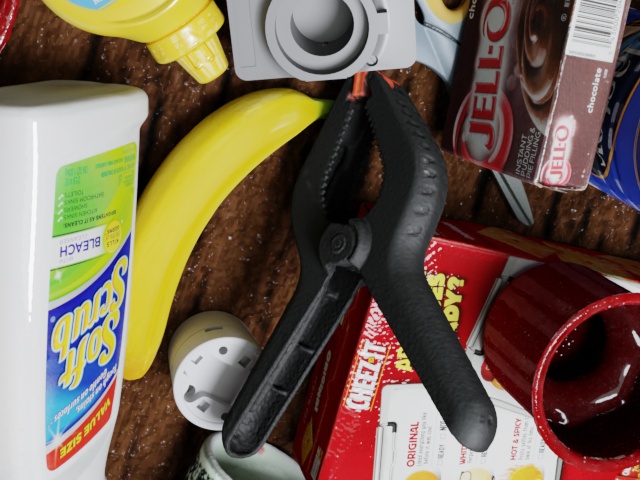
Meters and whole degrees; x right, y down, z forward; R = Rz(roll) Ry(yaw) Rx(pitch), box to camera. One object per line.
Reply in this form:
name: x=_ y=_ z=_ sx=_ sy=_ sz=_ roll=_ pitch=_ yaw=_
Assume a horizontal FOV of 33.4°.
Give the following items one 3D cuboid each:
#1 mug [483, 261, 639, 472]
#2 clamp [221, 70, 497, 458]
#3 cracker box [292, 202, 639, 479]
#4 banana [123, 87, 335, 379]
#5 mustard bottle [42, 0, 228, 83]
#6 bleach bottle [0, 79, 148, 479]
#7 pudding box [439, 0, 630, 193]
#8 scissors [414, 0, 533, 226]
mug: x=0.146 y=0.063 z=0.554 sx=0.117 sy=0.081 sz=0.093 roll=21 pitch=99 yaw=-19
clamp: x=0.027 y=0.010 z=0.529 sx=0.036 sy=0.165 sz=0.210 roll=24 pitch=71 yaw=-43
cracker box: x=0.107 y=0.080 z=0.633 sx=0.213 sy=0.072 sz=0.164 roll=12 pitch=103 yaw=-17
banana: x=-0.065 y=-0.013 z=0.573 sx=0.069 sy=0.037 sz=0.198 roll=38 pitch=95 yaw=-23
mustard bottle: x=-0.103 y=-0.156 z=0.501 sx=0.096 sy=0.058 sz=0.191 roll=-31 pitch=114 yaw=8
bleach bottle: x=-0.133 y=0.051 z=0.534 sx=0.068 sy=0.102 sz=0.251 roll=9 pitch=107 yaw=23
pudding box: x=0.108 y=-0.089 z=0.548 sx=0.039 sy=0.090 sz=0.113 roll=6 pitch=103 yaw=-28
scissors: x=0.061 y=-0.087 z=0.594 sx=0.096 sy=0.016 sz=0.202 roll=-16 pitch=112 yaw=-8
